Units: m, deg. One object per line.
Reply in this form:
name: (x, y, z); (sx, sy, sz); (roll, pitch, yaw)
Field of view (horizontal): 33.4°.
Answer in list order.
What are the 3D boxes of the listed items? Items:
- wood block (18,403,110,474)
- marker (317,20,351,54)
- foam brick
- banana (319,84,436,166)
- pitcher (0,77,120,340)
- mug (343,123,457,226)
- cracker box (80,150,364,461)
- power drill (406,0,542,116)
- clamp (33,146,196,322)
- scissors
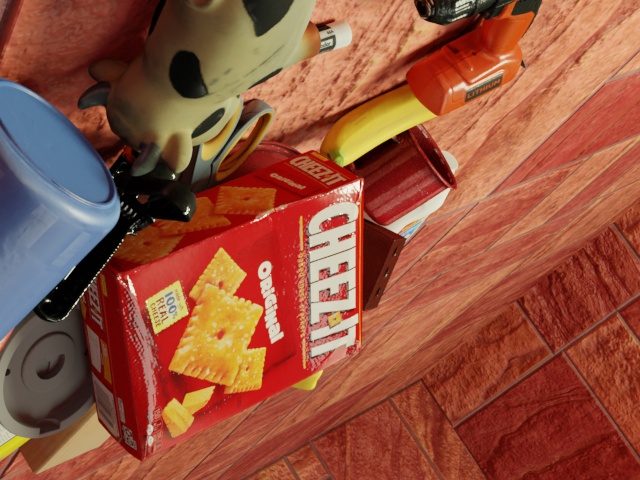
wood block: (-0.222, 0.132, 1.043); (0.090, 0.090, 0.206); (-16, 157, -51)
marker: (-0.029, -0.129, 0.737); (0.120, 0.020, 0.020); (-25, 163, -33)
foam brick: (0.042, 0.022, 1.040); (0.078, 0.051, 0.053); (-67, 163, 9)
banana: (0.066, -0.106, 0.946); (0.197, 0.070, 0.037); (-33, 127, -29)
pitcher: (-0.233, 0.025, 0.582); (0.243, 0.149, 0.144); (-40, 128, 13)
mug: (0.067, -0.071, 1.026); (0.082, 0.093, 0.117); (-33, 145, 17)
cracker box: (-0.066, 0.045, 0.790); (0.213, 0.072, 0.164); (-23, 128, -32)
power drill: (0.131, -0.177, 0.853); (0.184, 0.057, 0.188); (-28, 165, -23)
clamp: (-0.130, -0.015, 0.677); (0.120, 0.039, 0.171); (-34, -161, 5)
scissors: (-0.106, -0.034, 0.782); (0.201, 0.016, 0.096); (-49, 159, -12)
